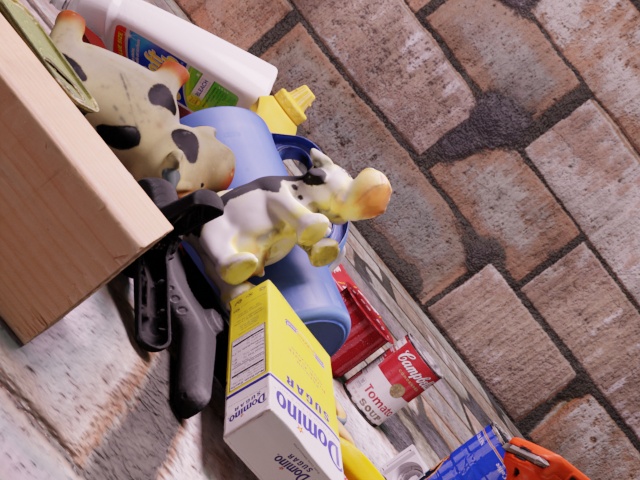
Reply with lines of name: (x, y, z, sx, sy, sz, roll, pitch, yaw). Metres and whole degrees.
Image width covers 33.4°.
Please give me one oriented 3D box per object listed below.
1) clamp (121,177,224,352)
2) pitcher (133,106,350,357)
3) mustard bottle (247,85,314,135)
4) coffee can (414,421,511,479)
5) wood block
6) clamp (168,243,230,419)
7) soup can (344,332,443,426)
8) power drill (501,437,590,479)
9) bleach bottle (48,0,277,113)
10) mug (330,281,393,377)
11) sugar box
clamp: (-0.125, 0.009, 0.790, 0.039, 0.120, 0.172, 25, 0, -26)
pitcher: (-0.056, 0.001, 0.975, 0.144, 0.149, 0.243, 23, 33, -51)
mustard bottle: (-0.086, -0.098, 1.124, 0.058, 0.192, 0.096, 50, 7, -13)
coffee can: (0.134, 0.249, 0.983, 0.103, 0.140, 0.103, 51, 6, -8)
wood block: (-0.188, -0.055, 0.605, 0.206, 0.091, 0.090, 52, 6, -4)
clamp: (-0.083, 0.082, 0.833, 0.164, 0.036, 0.210, 46, 12, -47)
soup can: (0.087, 0.168, 1.284, 0.068, 0.102, 0.068, 51, 6, -8)
power drill: (0.165, 0.273, 0.880, 0.184, 0.187, 0.057, 41, -16, -35)
bleach bottle: (-0.178, -0.206, 1.171, 0.250, 0.103, 0.068, 27, 55, -12)
mug: (0.021, 0.103, 1.272, 0.117, 0.081, 0.093, 48, 8, -35)
sugar box: (-0.027, 0.111, 0.775, 0.093, 0.048, 0.176, 53, 11, -24)
